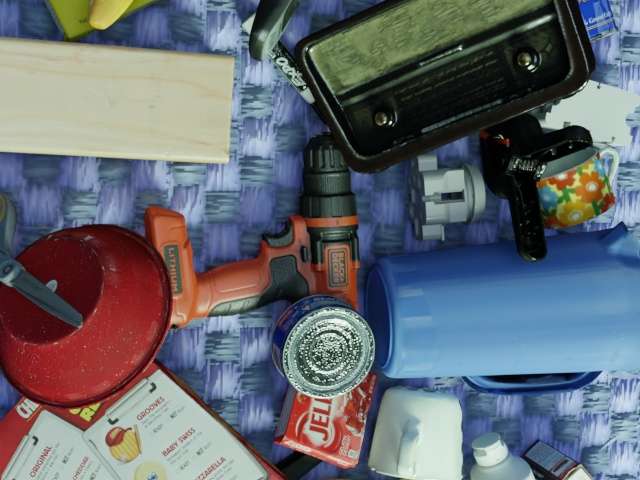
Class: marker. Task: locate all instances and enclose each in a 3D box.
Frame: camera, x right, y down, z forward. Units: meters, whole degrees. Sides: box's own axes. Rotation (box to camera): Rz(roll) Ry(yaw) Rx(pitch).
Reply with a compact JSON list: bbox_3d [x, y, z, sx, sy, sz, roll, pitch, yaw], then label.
[{"bbox_3d":[-0.024,-0.151,0.948,0.020,0.020,0.121,-43,102,-9],"label":"marker"}]

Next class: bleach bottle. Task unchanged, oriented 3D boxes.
[{"bbox_3d":[0.204,0.297,0.994,0.068,0.103,0.251,-28,101,-23],"label":"bleach bottle"}]

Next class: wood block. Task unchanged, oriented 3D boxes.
[{"bbox_3d":[-0.182,-0.112,0.873,0.205,0.091,0.090,2,94,-15],"label":"wood block"}]

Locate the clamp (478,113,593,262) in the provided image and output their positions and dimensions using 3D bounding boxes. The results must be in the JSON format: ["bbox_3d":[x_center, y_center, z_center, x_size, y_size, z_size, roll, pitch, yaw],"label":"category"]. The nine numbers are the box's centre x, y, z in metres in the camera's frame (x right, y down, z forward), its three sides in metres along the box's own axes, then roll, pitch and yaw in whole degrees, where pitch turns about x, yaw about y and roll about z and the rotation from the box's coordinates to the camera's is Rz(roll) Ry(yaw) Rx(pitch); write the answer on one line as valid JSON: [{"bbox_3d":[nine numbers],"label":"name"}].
[{"bbox_3d":[0.182,-0.072,0.928,0.039,0.171,0.120,16,119,-22],"label":"clamp"}]

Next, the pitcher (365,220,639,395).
[{"bbox_3d":[0.168,0.069,0.966,0.242,0.145,0.149,-4,82,-11],"label":"pitcher"}]

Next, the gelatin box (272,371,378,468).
[{"bbox_3d":[0.006,0.150,0.955,0.073,0.030,0.089,23,64,-15],"label":"gelatin box"}]

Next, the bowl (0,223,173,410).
[{"bbox_3d":[-0.202,0.050,0.850,0.162,0.055,0.162,-7,64,15],"label":"bowl"}]

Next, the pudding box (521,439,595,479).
[{"bbox_3d":[0.247,0.248,1.009,0.039,0.090,0.113,-46,103,-7],"label":"pudding box"}]

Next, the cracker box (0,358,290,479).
[{"bbox_3d":[-0.153,0.192,0.879,0.214,0.072,0.164,40,82,8],"label":"cracker box"}]

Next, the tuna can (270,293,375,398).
[{"bbox_3d":[0.003,0.091,0.915,0.086,0.034,0.086,-4,104,-17],"label":"tuna can"}]

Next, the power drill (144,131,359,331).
[{"bbox_3d":[-0.056,0.001,0.930,0.187,0.057,0.184,-5,95,-14],"label":"power drill"}]

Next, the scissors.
[{"bbox_3d":[-0.237,0.008,0.838,0.096,0.202,0.016,-64,145,-24],"label":"scissors"}]
